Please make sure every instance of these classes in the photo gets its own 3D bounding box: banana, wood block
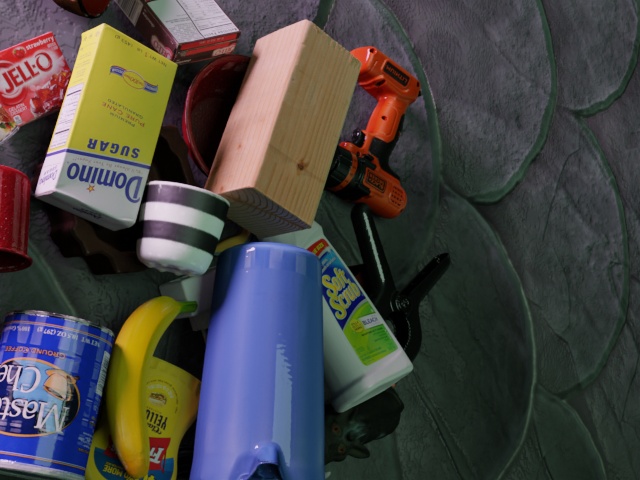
[{"bbox_3d":[-0.169,0.126,1.020,0.069,0.037,0.197,25,56,-15],"label":"banana"},{"bbox_3d":[-0.039,-0.118,1.139,0.090,0.090,0.206,33,62,-33],"label":"wood block"}]

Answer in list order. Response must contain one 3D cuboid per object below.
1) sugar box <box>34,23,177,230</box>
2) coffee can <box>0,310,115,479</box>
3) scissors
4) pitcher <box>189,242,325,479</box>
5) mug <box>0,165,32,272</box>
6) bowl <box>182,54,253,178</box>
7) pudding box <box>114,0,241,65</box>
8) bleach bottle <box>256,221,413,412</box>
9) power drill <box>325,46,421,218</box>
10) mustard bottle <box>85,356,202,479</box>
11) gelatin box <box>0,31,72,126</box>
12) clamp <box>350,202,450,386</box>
[{"bbox_3d":[-0.203,-0.107,1.023,0.093,0.048,0.176,25,66,-38],"label":"sugar box"},{"bbox_3d":[-0.252,0.145,0.974,0.102,0.103,0.140,22,68,-36],"label":"coffee can"},{"bbox_3d":[-0.058,0.002,1.225,0.201,0.016,0.096,-12,91,-41],"label":"scissors"},{"bbox_3d":[-0.059,0.133,1.070,0.144,0.149,0.243,22,65,-50],"label":"pitcher"},{"bbox_3d":[-0.318,-0.021,0.967,0.117,0.093,0.081,0,74,-4],"label":"mug"},{"bbox_3d":[-0.097,-0.121,1.187,0.161,0.055,0.162,9,77,-40],"label":"bowl"},{"bbox_3d":[-0.153,-0.240,1.140,0.089,0.039,0.113,-21,66,-42],"label":"pudding box"},{"bbox_3d":[-0.003,0.057,1.167,0.102,0.068,0.251,-17,70,-49],"label":"bleach bottle"},{"bbox_3d":[0.048,-0.140,1.316,0.184,0.057,0.187,30,66,-37],"label":"power drill"},{"bbox_3d":[-0.183,0.208,1.029,0.096,0.058,0.191,28,55,-16],"label":"mustard bottle"},{"bbox_3d":[-0.287,-0.155,1.046,0.089,0.030,0.073,-33,104,-40],"label":"gelatin box"},{"bbox_3d":[0.093,0.075,1.256,0.164,0.036,0.210,21,64,-37],"label":"clamp"}]
